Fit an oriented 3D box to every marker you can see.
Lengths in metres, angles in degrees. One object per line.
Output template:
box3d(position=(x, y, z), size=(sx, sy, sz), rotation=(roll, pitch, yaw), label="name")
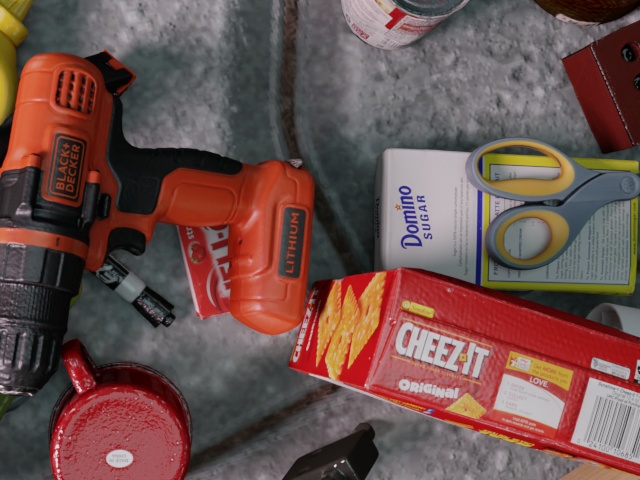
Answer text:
box3d(position=(-0.142, 0.014, 0.688), size=(0.121, 0.020, 0.020), rotation=(41, 82, -7), label="marker")

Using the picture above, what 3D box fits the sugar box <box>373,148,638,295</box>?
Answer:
box3d(position=(0.125, -0.011, 0.724), size=(0.176, 0.048, 0.093), rotation=(3, 86, -7), label="sugar box")

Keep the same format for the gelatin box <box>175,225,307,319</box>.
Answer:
box3d(position=(-0.055, 0.001, 0.698), size=(0.073, 0.030, 0.089), rotation=(-13, 90, -11), label="gelatin box")

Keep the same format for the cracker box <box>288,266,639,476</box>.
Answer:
box3d(position=(0.083, 0.071, 0.628), size=(0.164, 0.214, 0.072), rotation=(18, 83, -10), label="cracker box")

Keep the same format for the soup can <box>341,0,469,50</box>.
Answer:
box3d(position=(0.055, -0.165, 0.686), size=(0.068, 0.102, 0.068), rotation=(0, 88, -10), label="soup can")

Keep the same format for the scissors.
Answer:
box3d(position=(0.191, -0.018, 0.703), size=(0.201, 0.016, 0.096), rotation=(10, 84, -8), label="scissors")

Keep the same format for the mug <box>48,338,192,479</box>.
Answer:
box3d(position=(-0.128, 0.114, 0.656), size=(0.093, 0.081, 0.117), rotation=(-25, 93, -10), label="mug")

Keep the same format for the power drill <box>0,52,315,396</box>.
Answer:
box3d(position=(-0.094, 0.003, 0.602), size=(0.187, 0.057, 0.184), rotation=(15, 77, -37), label="power drill")
